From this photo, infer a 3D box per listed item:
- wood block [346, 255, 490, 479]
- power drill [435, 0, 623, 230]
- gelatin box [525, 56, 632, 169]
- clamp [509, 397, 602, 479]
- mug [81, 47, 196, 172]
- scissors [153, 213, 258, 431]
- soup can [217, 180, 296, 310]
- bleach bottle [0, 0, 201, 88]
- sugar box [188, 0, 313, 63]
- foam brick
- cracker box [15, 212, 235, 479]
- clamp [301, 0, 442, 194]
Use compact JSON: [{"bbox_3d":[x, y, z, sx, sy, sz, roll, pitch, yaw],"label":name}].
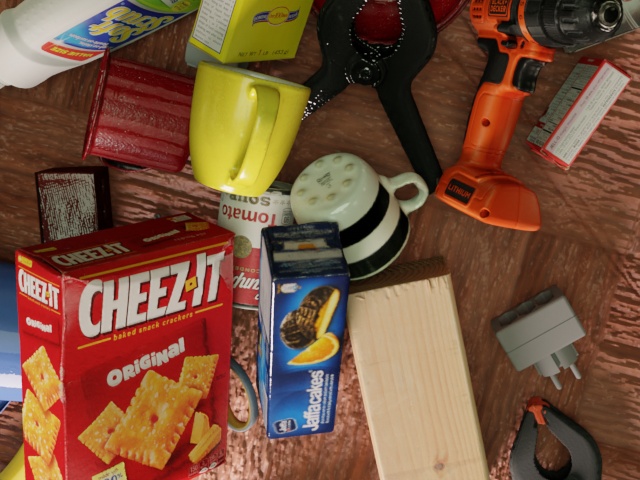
[{"bbox_3d":[0.082,0.127,0.900,0.091,0.090,0.206,-11,98,4],"label":"wood block"},{"bbox_3d":[0.154,-0.106,0.810,0.057,0.184,0.188,10,100,-18],"label":"power drill"},{"bbox_3d":[0.206,-0.103,0.860,0.030,0.073,0.089,32,100,-6],"label":"gelatin box"},{"bbox_3d":[0.223,0.219,0.931,0.120,0.039,0.171,-10,99,4],"label":"clamp"},{"bbox_3d":[-0.149,-0.095,0.880,0.081,0.093,0.117,12,139,-16],"label":"mug"},{"bbox_3d":[-0.124,0.085,0.942,0.096,0.016,0.202,-35,82,27],"label":"scissors"},{"bbox_3d":[-0.056,0.001,0.899,0.068,0.068,0.102,10,99,2],"label":"soup can"},{"bbox_3d":[-0.175,-0.190,0.869,0.251,0.102,0.068,-28,75,14],"label":"bleach bottle"},{"bbox_3d":[-0.033,-0.223,0.806,0.048,0.093,0.176,36,121,24],"label":"sugar box"},{"bbox_3d":[-0.209,-0.024,0.913,0.051,0.053,0.078,-2,100,4],"label":"foam brick"},{"bbox_3d":[-0.148,0.100,0.838,0.072,0.163,0.214,21,115,40],"label":"cracker box"},{"bbox_3d":[0.047,-0.133,0.854,0.164,0.036,0.210,19,125,-3],"label":"clamp"}]
